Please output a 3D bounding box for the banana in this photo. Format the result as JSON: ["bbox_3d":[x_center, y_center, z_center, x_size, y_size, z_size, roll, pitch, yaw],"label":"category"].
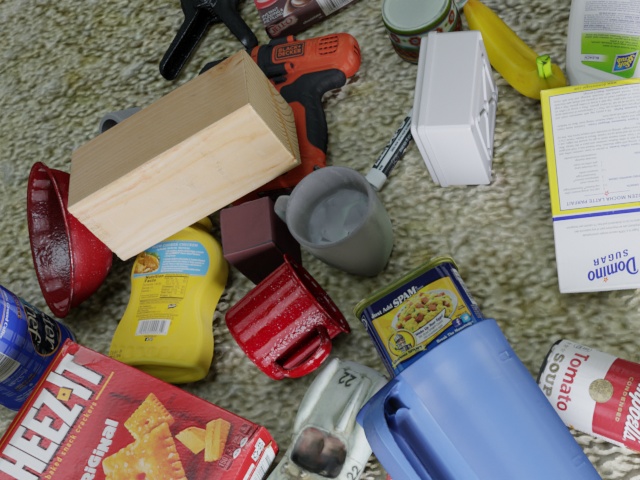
[{"bbox_3d":[0.188,-0.176,1.009,0.037,0.069,0.198,-23,30,-4],"label":"banana"}]

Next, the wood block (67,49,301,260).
[{"bbox_3d":[-0.132,-0.079,1.020,0.206,0.090,0.091,-28,41,17],"label":"wood block"}]

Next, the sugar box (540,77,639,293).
[{"bbox_3d":[0.243,-0.045,0.910,0.093,0.048,0.176,-6,87,20],"label":"sugar box"}]

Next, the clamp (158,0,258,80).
[{"bbox_3d":[-0.115,-0.260,1.204,0.120,0.039,0.171,-2,64,20],"label":"clamp"}]

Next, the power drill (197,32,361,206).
[{"bbox_3d":[-0.051,-0.123,1.097,0.185,0.057,0.187,-8,63,23],"label":"power drill"}]

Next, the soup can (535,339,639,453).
[{"bbox_3d":[0.229,0.124,0.848,0.102,0.068,0.068,18,73,30],"label":"soup can"}]

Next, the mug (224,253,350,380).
[{"bbox_3d":[-0.028,0.079,0.964,0.081,0.093,0.117,-40,41,5],"label":"mug"}]

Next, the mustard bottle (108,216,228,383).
[{"bbox_3d":[-0.140,0.043,1.043,0.096,0.058,0.191,-3,57,20],"label":"mustard bottle"}]

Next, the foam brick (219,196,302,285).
[{"bbox_3d":[-0.057,0.001,1.025,0.053,0.078,0.051,-15,62,15],"label":"foam brick"}]

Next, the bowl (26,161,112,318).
[{"bbox_3d":[-0.253,-0.004,1.092,0.055,0.162,0.162,-9,53,-27],"label":"bowl"}]

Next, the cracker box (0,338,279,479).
[{"bbox_3d":[-0.168,0.199,0.917,0.214,0.072,0.164,21,65,21],"label":"cracker box"}]

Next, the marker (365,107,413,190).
[{"bbox_3d":[0.082,-0.103,1.054,0.020,0.020,0.121,27,78,31],"label":"marker"}]

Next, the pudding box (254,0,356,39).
[{"bbox_3d":[-0.020,-0.280,1.174,0.113,0.039,0.090,-25,57,9],"label":"pudding box"}]

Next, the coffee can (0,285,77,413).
[{"bbox_3d":[-0.318,0.101,1.047,0.103,0.140,0.103,-10,62,18],"label":"coffee can"}]

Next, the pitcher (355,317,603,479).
[{"bbox_3d":[0.138,0.190,0.786,0.149,0.145,0.243,-31,71,-14],"label":"pitcher"}]

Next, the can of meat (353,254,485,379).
[{"bbox_3d":[0.093,0.076,0.937,0.102,0.057,0.084,-31,59,6],"label":"can of meat"}]
